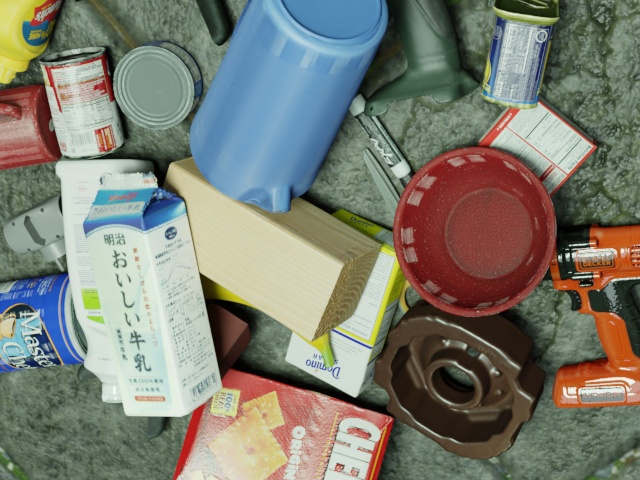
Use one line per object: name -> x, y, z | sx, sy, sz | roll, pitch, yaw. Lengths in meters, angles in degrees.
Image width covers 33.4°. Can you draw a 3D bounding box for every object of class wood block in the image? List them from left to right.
wood block -> -0.057, 0.001, 1.062 | 0.206, 0.090, 0.091 | 30, 116, 20

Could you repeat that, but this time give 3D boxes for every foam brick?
foam brick -> -0.117, 0.114, 1.131 | 0.051, 0.078, 0.053 | 31, 155, 13

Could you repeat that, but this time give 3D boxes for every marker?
marker -> 0.066, -0.092, 1.066 | 0.020, 0.020, 0.121 | -31, 102, 22

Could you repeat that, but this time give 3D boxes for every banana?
banana -> -0.066, 0.066, 1.123 | 0.198, 0.037, 0.070 | 27, 114, 23

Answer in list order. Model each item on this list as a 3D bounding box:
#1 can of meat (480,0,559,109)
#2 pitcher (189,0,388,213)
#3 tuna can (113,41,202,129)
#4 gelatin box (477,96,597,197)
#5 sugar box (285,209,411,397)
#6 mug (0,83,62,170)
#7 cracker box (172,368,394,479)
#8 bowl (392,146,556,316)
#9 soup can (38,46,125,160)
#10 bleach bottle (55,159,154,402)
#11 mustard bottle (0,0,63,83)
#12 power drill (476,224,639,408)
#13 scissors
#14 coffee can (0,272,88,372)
can of meat -> 0.179, -0.173, 0.963 | 0.057, 0.102, 0.084 | 11, 116, 7
pitcher -> -0.032, -0.151, 0.952 | 0.149, 0.144, 0.243 | 35, 148, 1
tuna can -> -0.164, -0.158, 1.083 | 0.086, 0.033, 0.086 | 5, 113, 11
gelatin box -> 0.208, -0.093, 1.027 | 0.089, 0.030, 0.073 | 37, 113, -4
sugar box -> 0.030, 0.066, 1.115 | 0.093, 0.048, 0.176 | 26, 119, 20
mug -> -0.318, -0.119, 1.094 | 0.081, 0.117, 0.093 | -7, 76, 10
cracker box -> -0.043, 0.240, 1.159 | 0.214, 0.072, 0.164 | 16, 82, 7
bowl -> 0.154, -0.008, 1.030 | 0.162, 0.055, 0.162 | -1, 88, 27
soup can -> -0.242, -0.140, 1.090 | 0.068, 0.068, 0.102 | -4, 111, 14
bleach bottle -> -0.222, 0.042, 1.115 | 0.103, 0.068, 0.251 | 0, 91, 13
mustard bottle -> -0.283, -0.240, 1.042 | 0.058, 0.096, 0.192 | 28, 115, 0
power drill -> 0.258, 0.075, 1.069 | 0.185, 0.057, 0.187 | -5, 112, 21
scissors -> 0.082, 0.007, 1.104 | 0.201, 0.016, 0.096 | 46, 116, -5
coffee can -> -0.312, 0.091, 1.180 | 0.140, 0.102, 0.103 | -8, 110, 16
